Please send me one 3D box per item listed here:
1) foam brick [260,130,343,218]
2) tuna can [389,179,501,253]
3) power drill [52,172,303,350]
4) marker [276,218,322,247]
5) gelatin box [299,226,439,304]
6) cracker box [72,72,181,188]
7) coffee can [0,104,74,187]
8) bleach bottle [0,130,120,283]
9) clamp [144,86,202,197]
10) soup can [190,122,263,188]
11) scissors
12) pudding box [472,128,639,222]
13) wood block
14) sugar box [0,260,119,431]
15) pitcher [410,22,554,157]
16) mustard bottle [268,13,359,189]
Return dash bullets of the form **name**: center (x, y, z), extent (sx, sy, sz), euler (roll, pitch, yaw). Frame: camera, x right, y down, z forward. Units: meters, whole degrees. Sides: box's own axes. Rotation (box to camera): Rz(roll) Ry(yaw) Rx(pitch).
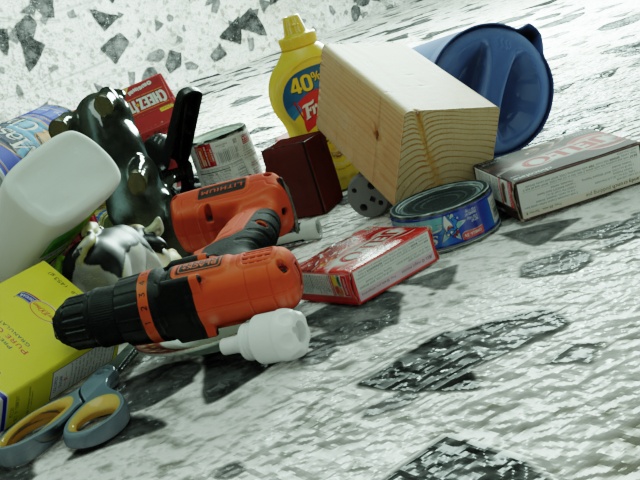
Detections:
- **foam brick**: center (-0.018, -0.067, 1.094), extent (0.051, 0.078, 0.052), euler (-11, 14, 27)
- **tuna can**: center (0.100, -0.019, 0.862), extent (0.086, 0.034, 0.086), euler (-17, 15, 4)
- **power drill**: center (-0.095, 0.017, 0.810), extent (0.184, 0.057, 0.187), euler (-11, 24, 11)
- **marker**: center (-0.057, 0.001, 1.004), extent (0.121, 0.020, 0.020), euler (-13, 15, 20)
- **gelatin box**: center (0.034, 0.017, 0.815), extent (0.089, 0.030, 0.073), euler (-28, 17, -33)
- **cracker box**: center (-0.248, -0.095, 1.286), extent (0.164, 0.072, 0.214), euler (-27, -16, -16)
- **coffee can**: center (-0.294, -0.065, 1.035), extent (0.103, 0.103, 0.140), euler (-9, 17, 31)
- **bleach bottle**: center (-0.264, 0.011, 0.949), extent (0.102, 0.068, 0.251), euler (-46, -1, -43)
- **clamp**: center (-0.152, -0.077, 1.111), extent (0.036, 0.164, 0.210), euler (-13, 12, -26)
- **soup can**: center (-0.095, -0.067, 1.137), extent (0.068, 0.102, 0.068), euler (-17, 15, 4)
- **scissors**: center (-0.142, 0.101, 0.750), extent (0.096, 0.016, 0.201), euler (-7, 18, 33)
- **pudding box**: center (0.194, -0.055, 0.871), extent (0.113, 0.039, 0.090), euler (-20, 15, -7)
- **wood block**: center (0.073, -0.111, 0.981), extent (0.090, 0.091, 0.206), euler (-5, 27, -19)
- **sugar box**: center (-0.239, 0.087, 0.773), extent (0.093, 0.048, 0.175), euler (34, 38, 20)
- **pitcher**: center (0.135, -0.153, 1.161), extent (0.149, 0.145, 0.243), euler (-8, 9, -13)
- **mustard bottle**: center (-0.003, -0.149, 1.147), extent (0.096, 0.191, 0.058), euler (-21, 15, -11)
